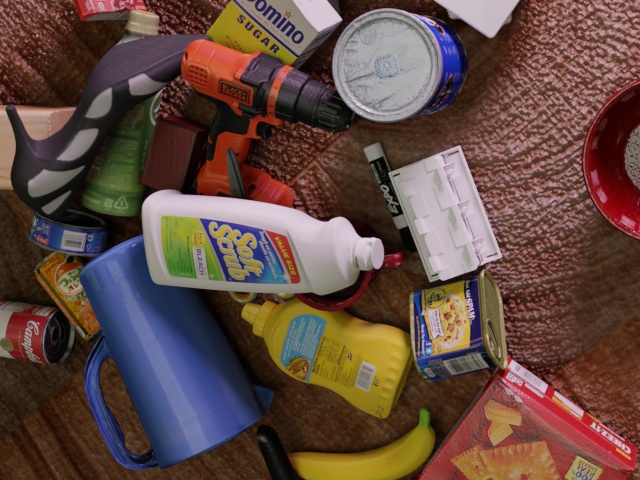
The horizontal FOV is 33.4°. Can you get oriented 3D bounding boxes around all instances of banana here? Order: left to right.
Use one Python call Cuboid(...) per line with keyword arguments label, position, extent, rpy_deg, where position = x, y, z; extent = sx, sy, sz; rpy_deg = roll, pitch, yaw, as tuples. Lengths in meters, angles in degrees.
Cuboid(label="banana", position=(0.052, 0.235, 1.163), extent=(0.198, 0.037, 0.069), rpy_deg=(-26, 96, 27))

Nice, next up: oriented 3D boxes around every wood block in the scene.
Cuboid(label="wood block", position=(-0.374, -0.108, 1.221), extent=(0.206, 0.090, 0.090), rpy_deg=(4, 101, 18))

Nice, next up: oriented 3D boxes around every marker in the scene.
Cuboid(label="marker", position=(0.077, -0.044, 1.120), extent=(0.020, 0.020, 0.121), rpy_deg=(-22, 92, 20))

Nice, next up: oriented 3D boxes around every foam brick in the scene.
Cuboid(label="foam brick", position=(-0.156, -0.092, 1.172), extent=(0.051, 0.053, 0.078), rpy_deg=(20, 105, 14))

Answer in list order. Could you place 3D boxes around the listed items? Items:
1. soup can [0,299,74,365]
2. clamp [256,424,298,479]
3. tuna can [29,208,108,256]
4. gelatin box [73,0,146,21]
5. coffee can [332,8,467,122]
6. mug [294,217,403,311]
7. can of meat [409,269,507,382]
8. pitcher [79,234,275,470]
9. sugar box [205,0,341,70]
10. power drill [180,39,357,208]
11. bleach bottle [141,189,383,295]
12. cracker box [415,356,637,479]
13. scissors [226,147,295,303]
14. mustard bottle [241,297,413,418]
Cuboid(label="soup can", position=(-0.352, 0.108, 1.263), extent=(0.102, 0.068, 0.068), rpy_deg=(6, 101, 18))
Cuboid(label="clamp", position=(-0.026, 0.305, 1.189), extent=(0.210, 0.036, 0.165), rpy_deg=(35, 128, 8))
Cuboid(label="tuna can", position=(-0.284, -0.011, 1.211), extent=(0.086, 0.086, 0.034), rpy_deg=(17, 102, 15))
Cuboid(label="gelatin box", position=(-0.233, -0.276, 1.147), extent=(0.030, 0.089, 0.073), rpy_deg=(-18, 93, 29))
Cuboid(label="coffee can", position=(0.080, -0.169, 1.034), extent=(0.103, 0.140, 0.103), rpy_deg=(3, 100, 18))
Cuboid(label="mug", position=(0.029, 0.020, 1.114), extent=(0.117, 0.081, 0.093), rpy_deg=(-5, 97, 19))
Cuboid(label="can of meat", position=(0.139, 0.088, 1.083), extent=(0.084, 0.057, 0.102), rpy_deg=(-16, 51, 23))
Cuboid(label="pitcher", position=(-0.176, 0.123, 1.173), extent=(0.145, 0.149, 0.243), rpy_deg=(-31, 85, 38))
Cuboid(label="sugar box", position=(-0.062, -0.202, 1.087), extent=(0.093, 0.048, 0.177), rpy_deg=(51, 140, 3))
Cuboid(label="power drill", position=(-0.057, -0.104, 1.091), extent=(0.184, 0.057, 0.188), rpy_deg=(23, 136, 13))
Cuboid(label="bleach bottle", position=(-0.057, 0.001, 1.064), extent=(0.251, 0.068, 0.102), rpy_deg=(2, 104, 28))
Cuboid(label="cracker box", position=(0.196, 0.254, 1.103), extent=(0.164, 0.072, 0.214), rpy_deg=(36, 109, 10))
Cuboid(label="scissors", position=(-0.061, -0.006, 1.132), extent=(0.096, 0.016, 0.202), rpy_deg=(14, 130, 5))
Cuboid(label="mustard bottle", position=(0.002, 0.112, 1.150), extent=(0.192, 0.058, 0.096), rpy_deg=(23, 117, 14))
